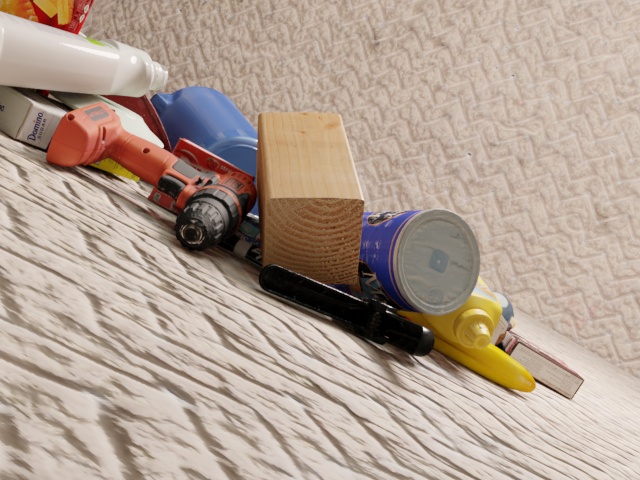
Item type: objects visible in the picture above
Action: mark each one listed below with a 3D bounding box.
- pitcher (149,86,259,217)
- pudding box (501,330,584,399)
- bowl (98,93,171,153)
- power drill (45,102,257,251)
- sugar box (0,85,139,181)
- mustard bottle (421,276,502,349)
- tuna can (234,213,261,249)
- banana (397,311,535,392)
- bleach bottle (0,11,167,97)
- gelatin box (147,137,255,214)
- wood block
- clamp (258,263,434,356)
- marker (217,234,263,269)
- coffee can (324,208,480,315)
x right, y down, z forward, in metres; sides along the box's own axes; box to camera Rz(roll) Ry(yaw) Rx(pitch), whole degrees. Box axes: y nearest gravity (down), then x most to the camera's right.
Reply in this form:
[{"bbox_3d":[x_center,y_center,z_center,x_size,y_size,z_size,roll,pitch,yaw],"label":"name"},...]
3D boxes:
[{"bbox_3d":[-0.123,-0.098,1.323,0.149,0.145,0.243,-5,20,-18],"label":"pitcher"},{"bbox_3d":[0.294,0.166,1.459,0.113,0.039,0.090,28,5,-9],"label":"pudding box"},{"bbox_3d":[-0.241,-0.145,1.257,0.162,0.055,0.162,48,-19,23],"label":"bowl"},{"bbox_3d":[-0.157,-0.058,0.999,0.187,0.057,0.184,29,14,1],"label":"power drill"},{"bbox_3d":[-0.265,-0.115,1.099,0.093,0.048,0.176,32,9,34],"label":"sugar box"},{"bbox_3d":[0.143,0.060,1.149,0.096,0.058,0.192,18,20,-20],"label":"mustard bottle"},{"bbox_3d":[-0.058,0.001,1.146,0.086,0.034,0.086,29,4,-3],"label":"tuna can"},{"bbox_3d":[0.152,0.112,1.188,0.198,0.037,0.069,30,5,14],"label":"banana"},{"bbox_3d":[-0.252,-0.180,1.069,0.103,0.068,0.250,32,18,37],"label":"bleach bottle"},{"bbox_3d":[-0.124,-0.055,1.114,0.089,0.073,0.030,29,4,0],"label":"gelatin box"},{"bbox_3d":[-0.016,-0.047,1.054,0.090,0.091,0.206,0,29,-6],"label":"wood block"},{"bbox_3d":[0.057,0.076,0.961,0.165,0.036,0.209,23,-2,30],"label":"clamp"},{"bbox_3d":[-0.054,0.020,1.044,0.121,0.020,0.020,29,4,9],"label":"marker"},{"bbox_3d":[0.077,0.020,1.077,0.102,0.103,0.141,26,-14,-29],"label":"coffee can"}]
